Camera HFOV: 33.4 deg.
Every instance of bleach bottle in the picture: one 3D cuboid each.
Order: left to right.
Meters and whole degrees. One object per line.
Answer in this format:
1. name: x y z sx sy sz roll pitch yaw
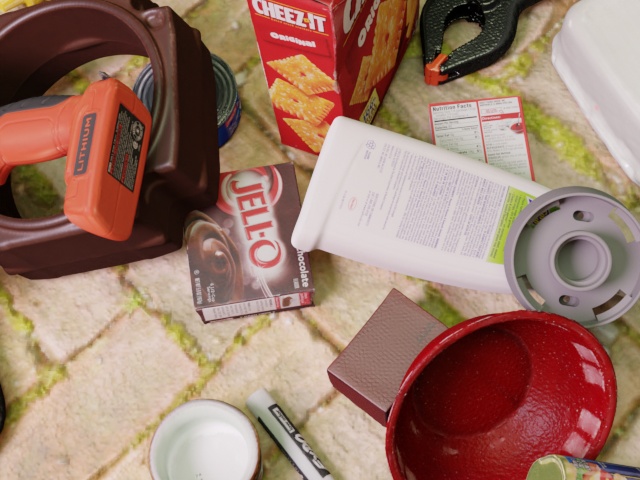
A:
1. bleach bottle: 0.113 -0.003 0.767 0.250 0.068 0.102 19 84 -3

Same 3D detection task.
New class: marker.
1. marker: -0.011 0.155 0.748 0.020 0.020 0.121 -36 69 -11

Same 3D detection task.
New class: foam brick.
1. foam brick: 0.049 0.084 0.757 0.053 0.051 0.078 36 74 17

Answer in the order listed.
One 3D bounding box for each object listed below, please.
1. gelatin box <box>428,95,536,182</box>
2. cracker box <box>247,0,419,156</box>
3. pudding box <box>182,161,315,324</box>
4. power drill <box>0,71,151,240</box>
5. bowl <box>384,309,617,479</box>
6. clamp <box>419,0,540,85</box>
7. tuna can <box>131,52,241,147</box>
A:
1. gelatin box: 0.124 -0.066 0.828 0.073 0.030 0.089 -6 67 3
2. cracker box: 0.020 -0.178 0.783 0.072 0.214 0.164 20 69 12
3. pudding box: -0.055 0.001 0.807 0.090 0.039 0.113 -10 67 -1
4. power drill: -0.214 -0.039 0.718 0.188 0.057 0.184 1 72 20
5. bowl: 0.112 0.108 0.711 0.162 0.162 0.055 -23 27 -5
6. clamp: 0.145 -0.196 0.878 0.120 0.039 0.171 21 76 17
7. tuna can: -0.107 -0.110 0.863 0.086 0.034 0.086 -2 66 4
